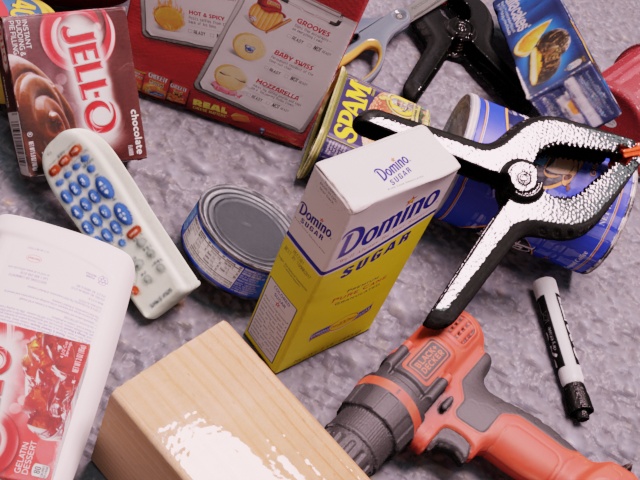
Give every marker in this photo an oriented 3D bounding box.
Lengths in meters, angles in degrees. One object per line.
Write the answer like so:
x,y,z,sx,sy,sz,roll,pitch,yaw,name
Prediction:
0.184,0.082,0.811,0.020,0.020,0.121,5,52,-18,marker

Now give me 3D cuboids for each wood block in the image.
-0.030,0.161,0.617,0.090,0.091,0.206,-32,70,-37,wood block

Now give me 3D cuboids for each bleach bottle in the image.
-0.187,0.106,0.619,0.102,0.068,0.250,17,52,-6,bleach bottle

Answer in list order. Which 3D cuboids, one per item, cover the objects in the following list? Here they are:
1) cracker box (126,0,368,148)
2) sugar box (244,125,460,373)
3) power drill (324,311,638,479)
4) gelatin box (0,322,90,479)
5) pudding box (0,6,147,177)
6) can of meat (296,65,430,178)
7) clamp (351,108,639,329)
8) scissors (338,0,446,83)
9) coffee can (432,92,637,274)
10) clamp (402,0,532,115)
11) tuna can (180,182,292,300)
-0.053,-0.182,0.795,0.164,0.214,0.072,18,50,-7,cracker box
0.017,0.010,0.697,0.093,0.176,0.048,-23,65,-34,sugar box
0.102,0.147,0.701,0.188,0.057,0.184,40,50,11,power drill
-0.172,0.090,0.577,0.073,0.030,0.089,15,54,-7,gelatin box
-0.179,-0.107,0.764,0.089,0.039,0.113,-12,102,-28,pudding box
0.037,-0.079,0.855,0.084,0.058,0.102,23,49,-7,can of meat
0.138,-0.028,0.763,0.209,0.036,0.164,-8,75,-13,clamp
0.050,-0.203,0.961,0.096,0.016,0.201,32,60,13,scissors
0.162,-0.044,0.846,0.140,0.103,0.102,20,49,-6,coffee can
0.135,-0.179,0.983,0.120,0.039,0.171,14,54,-12,clamp
-0.055,0.001,0.755,0.086,0.034,0.086,26,33,-19,tuna can
